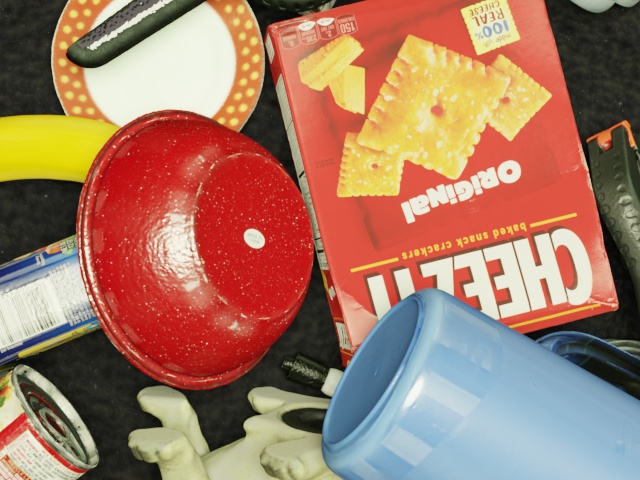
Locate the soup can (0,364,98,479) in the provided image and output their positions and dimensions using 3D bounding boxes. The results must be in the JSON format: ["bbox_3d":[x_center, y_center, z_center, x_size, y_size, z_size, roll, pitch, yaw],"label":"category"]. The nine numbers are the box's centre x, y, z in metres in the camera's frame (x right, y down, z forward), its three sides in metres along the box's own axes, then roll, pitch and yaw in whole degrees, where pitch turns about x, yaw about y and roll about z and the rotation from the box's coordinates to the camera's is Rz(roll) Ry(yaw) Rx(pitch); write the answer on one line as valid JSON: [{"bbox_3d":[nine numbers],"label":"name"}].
[{"bbox_3d":[-0.179,0.124,0.566,0.102,0.068,0.068,-38,91,-1],"label":"soup can"}]

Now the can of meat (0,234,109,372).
[{"bbox_3d":[-0.156,0.034,0.611,0.084,0.102,0.057,-22,89,-6],"label":"can of meat"}]

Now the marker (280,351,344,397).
[{"bbox_3d":[0.032,0.098,0.661,0.121,0.020,0.020,24,86,-2],"label":"marker"}]

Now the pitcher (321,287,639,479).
[{"bbox_3d":[0.129,0.121,0.565,0.242,0.149,0.145,32,94,-9],"label":"pitcher"}]

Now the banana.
[{"bbox_3d":[-0.157,-0.041,0.635,0.198,0.037,0.070,11,103,2],"label":"banana"}]

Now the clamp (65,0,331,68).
[{"bbox_3d":[-0.050,-0.191,0.619,0.210,0.036,0.164,-6,91,-2],"label":"clamp"}]

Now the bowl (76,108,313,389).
[{"bbox_3d":[-0.054,0.001,0.594,0.161,0.055,0.162,12,73,-46],"label":"bowl"}]

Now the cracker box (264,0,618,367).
[{"bbox_3d":[0.070,-0.043,0.643,0.164,0.072,0.214,-14,89,-4],"label":"cracker box"}]
